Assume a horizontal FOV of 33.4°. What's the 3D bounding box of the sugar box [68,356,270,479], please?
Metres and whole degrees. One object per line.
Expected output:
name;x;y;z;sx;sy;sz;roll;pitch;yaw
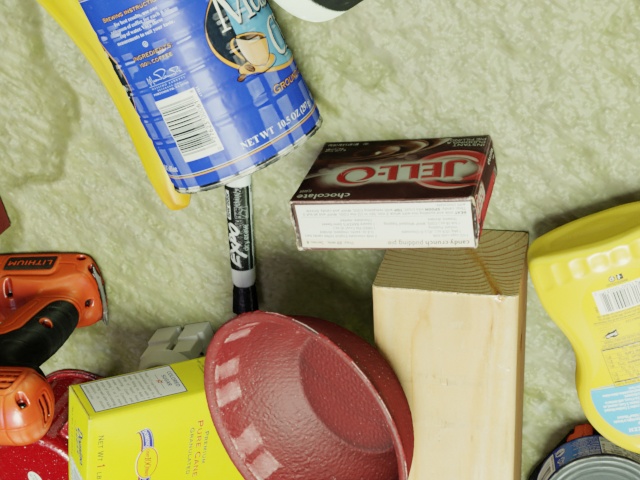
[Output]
sugar box;-0.084;0.129;0.738;0.175;0.048;0.093;-9;123;-27

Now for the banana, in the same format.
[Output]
banana;-0.134;-0.109;0.679;0.037;0.069;0.197;-10;128;36

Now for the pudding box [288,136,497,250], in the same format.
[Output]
pudding box;0.047;-0.030;0.655;0.114;0.090;0.039;-3;116;18

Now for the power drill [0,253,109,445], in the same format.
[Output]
power drill;-0.243;0.075;0.736;0.184;0.187;0.057;1;118;14

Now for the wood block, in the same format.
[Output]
wood block;0.089;0.103;0.710;0.090;0.090;0.206;4;117;14

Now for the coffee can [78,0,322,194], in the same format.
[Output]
coffee can;-0.073;-0.113;0.639;0.103;0.102;0.140;-17;111;23

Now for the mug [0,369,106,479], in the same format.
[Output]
mug;-0.194;0.153;0.822;0.093;0.081;0.117;36;120;-4

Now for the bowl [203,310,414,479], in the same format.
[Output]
bowl;0.003;0.107;0.666;0.162;0.055;0.162;22;126;34

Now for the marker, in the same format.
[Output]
marker;-0.055;0.001;0.740;0.020;0.020;0.121;5;118;13
